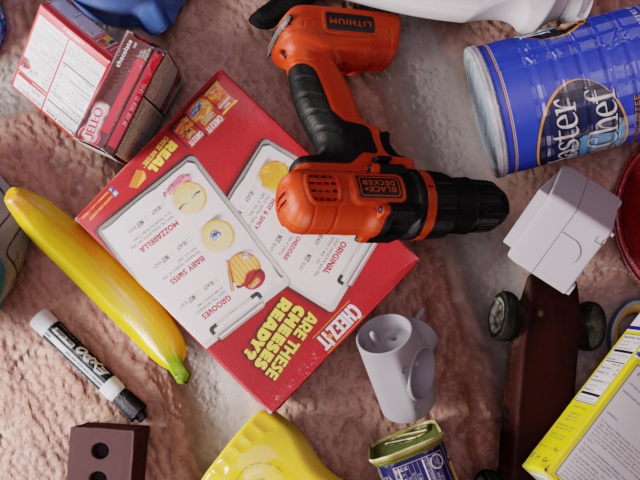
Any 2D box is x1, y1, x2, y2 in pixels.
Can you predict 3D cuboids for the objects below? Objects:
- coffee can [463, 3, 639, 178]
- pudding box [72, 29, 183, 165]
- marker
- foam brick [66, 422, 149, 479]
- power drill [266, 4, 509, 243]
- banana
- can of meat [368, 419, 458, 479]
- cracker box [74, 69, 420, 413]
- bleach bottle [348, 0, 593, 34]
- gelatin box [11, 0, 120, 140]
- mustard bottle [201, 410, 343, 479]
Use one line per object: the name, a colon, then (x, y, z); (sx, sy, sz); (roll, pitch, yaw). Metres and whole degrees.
coffee can: (0.189, -0.113, 0.809); (0.140, 0.103, 0.103); (-14, 85, 2)
pudding box: (-0.146, -0.104, 0.825); (0.039, 0.113, 0.090); (27, 88, 2)
marker: (-0.185, 0.102, 0.859); (0.121, 0.020, 0.020); (43, 89, 6)
foam brick: (-0.167, 0.184, 0.836); (0.053, 0.051, 0.078); (3, 86, 4)
power drill: (0.043, -0.085, 0.800); (0.184, 0.057, 0.188); (1, 59, -26)
banana: (-0.167, 0.031, 0.834); (0.198, 0.070, 0.037); (46, 78, -5)
can of meat: (0.077, 0.186, 0.796); (0.057, 0.102, 0.084); (-22, 87, 1)
cracker box: (-0.055, 0.001, 0.833); (0.214, 0.072, 0.164); (44, 90, 5)
bleach bottle: (0.086, -0.209, 0.817); (0.250, 0.068, 0.102); (17, 93, -8)
gelatin box: (-0.200, -0.136, 0.851); (0.073, 0.030, 0.089); (40, 129, 6)
mustard bottle: (0.001, 0.221, 0.802); (0.192, 0.058, 0.096); (38, 90, 16)
